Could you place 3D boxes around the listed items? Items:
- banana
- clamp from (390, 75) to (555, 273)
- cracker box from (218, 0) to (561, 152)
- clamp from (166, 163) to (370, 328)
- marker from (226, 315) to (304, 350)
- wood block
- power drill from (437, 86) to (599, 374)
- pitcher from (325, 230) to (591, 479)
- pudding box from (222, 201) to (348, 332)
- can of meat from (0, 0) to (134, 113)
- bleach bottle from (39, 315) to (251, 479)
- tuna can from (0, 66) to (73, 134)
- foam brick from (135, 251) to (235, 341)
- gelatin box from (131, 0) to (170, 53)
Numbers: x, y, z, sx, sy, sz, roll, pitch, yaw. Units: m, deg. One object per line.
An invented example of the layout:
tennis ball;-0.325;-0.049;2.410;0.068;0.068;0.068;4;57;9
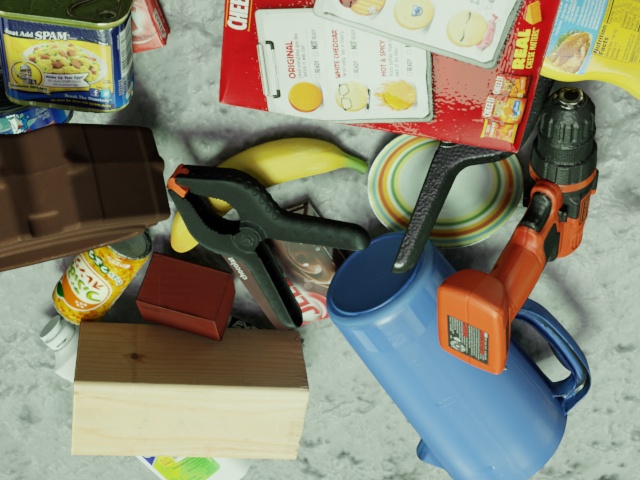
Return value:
banana;-0.061;-0.044;0.916;0.198;0.037;0.069;-21;122;21
clamp;0.100;-0.080;0.839;0.210;0.036;0.164;-25;98;10
cracker box;0.047;-0.160;0.714;0.213;0.072;0.164;10;127;2
clamp;-0.056;0.001;0.896;0.171;0.039;0.120;29;117;0
marker;-0.073;0.087;1.036;0.121;0.020;0.020;23;127;-13
wood block;-0.122;0.139;0.987;0.206;0.091;0.090;4;124;-10
power drill;0.158;-0.004;0.824;0.057;0.187;0.184;25;151;26
pitcher;0.120;0.101;0.952;0.145;0.149;0.242;14;150;53
pudding box;-0.023;0.026;0.968;0.090;0.039;0.113;-19;124;21
can of meat;-0.189;-0.145;0.795;0.102;0.057;0.084;7;133;1
bleach bottle;-0.186;0.167;1.086;0.103;0.068;0.250;-33;117;26
tuna can;-0.243;-0.109;0.852;0.086;0.086;0.034;-3;127;8
foam brick;-0.121;0.051;0.971;0.078;0.051;0.053;15;156;7
gelatin box;-0.170;-0.177;0.824;0.089;0.030;0.073;-9;128;13
